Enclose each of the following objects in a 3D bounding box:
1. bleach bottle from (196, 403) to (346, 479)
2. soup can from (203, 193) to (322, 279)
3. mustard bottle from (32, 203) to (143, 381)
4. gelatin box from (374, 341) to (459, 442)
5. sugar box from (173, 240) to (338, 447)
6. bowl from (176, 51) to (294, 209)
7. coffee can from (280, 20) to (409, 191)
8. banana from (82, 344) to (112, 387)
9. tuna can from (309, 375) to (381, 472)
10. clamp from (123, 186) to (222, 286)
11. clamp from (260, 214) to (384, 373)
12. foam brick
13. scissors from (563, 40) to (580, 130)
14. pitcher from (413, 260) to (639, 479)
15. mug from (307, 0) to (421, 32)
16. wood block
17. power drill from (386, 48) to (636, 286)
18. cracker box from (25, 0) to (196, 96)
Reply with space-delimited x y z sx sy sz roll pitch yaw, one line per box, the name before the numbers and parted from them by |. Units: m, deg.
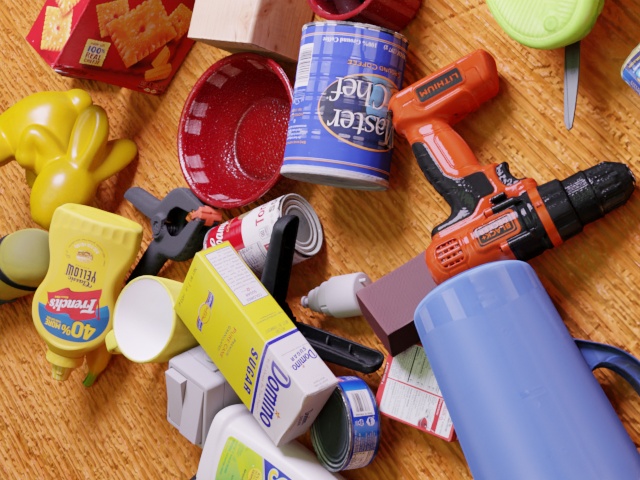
bleach bottle | -0.004 0.250 0.993 0.251 0.067 0.102 24 102 35
soup can | -0.057 0.001 1.063 0.102 0.068 0.068 -23 70 33
mustard bottle | -0.261 0.062 1.161 0.096 0.058 0.192 17 102 0
gelatin box | 0.097 0.132 0.954 0.089 0.030 0.073 16 92 38
sugar box | -0.064 0.096 0.996 0.176 0.048 0.093 52 140 23
bowl | -0.072 -0.109 1.099 0.162 0.055 0.162 -6 80 36
coffee can | 0.023 -0.123 1.000 0.103 0.102 0.140 7 87 37
banana | -0.266 0.066 1.231 0.070 0.037 0.198 -18 73 31
tuna can | 0.022 0.168 0.982 0.086 0.033 0.086 -2 90 64
clamp | -0.166 -0.003 1.153 0.172 0.039 0.120 -2 90 53
clamp | -0.036 0.085 1.031 0.164 0.036 0.210 54 138 4
foam brick | 0.079 0.056 0.943 0.078 0.051 0.053 -30 61 -8
scissors | 0.201 -0.191 0.913 0.096 0.016 0.202 11 81 44
pitcher | 0.176 0.138 0.838 0.145 0.148 0.243 -43 60 39
mug | 0.053 -0.250 1.009 0.117 0.081 0.093 -41 61 25
wood block | -0.054 -0.295 1.091 0.091 0.090 0.206 14 92 37
power drill | 0.151 -0.070 0.913 0.184 0.057 0.188 -27 62 11
cracker box | -0.190 -0.268 1.142 0.072 0.163 0.214 46 111 30
